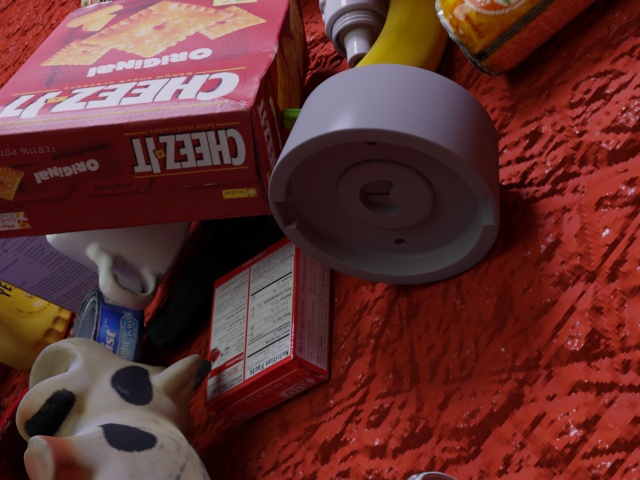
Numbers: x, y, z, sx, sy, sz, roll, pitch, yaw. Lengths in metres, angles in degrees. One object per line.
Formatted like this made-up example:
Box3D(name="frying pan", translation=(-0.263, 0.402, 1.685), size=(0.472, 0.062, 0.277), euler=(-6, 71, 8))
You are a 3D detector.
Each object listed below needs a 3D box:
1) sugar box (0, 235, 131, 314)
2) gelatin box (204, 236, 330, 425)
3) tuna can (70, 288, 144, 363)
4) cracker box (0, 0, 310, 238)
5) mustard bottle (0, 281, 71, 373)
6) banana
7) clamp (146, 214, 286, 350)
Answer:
Box3D(name="sugar box", translation=(-0.211, -0.008, 0.757), size=(0.094, 0.176, 0.048), euler=(-30, 40, 38))
Box3D(name="gelatin box", translation=(-0.028, 0.049, 0.593), size=(0.073, 0.030, 0.089), euler=(-32, 42, 35))
Box3D(name="tuna can", translation=(-0.145, 0.077, 0.704), size=(0.086, 0.033, 0.086), euler=(-165, 90, -69))
Box3D(name="cracker box", translation=(-0.099, -0.087, 0.644), size=(0.164, 0.072, 0.213), euler=(-6, 29, 9))
Box3D(name="mustard bottle", translation=(-0.281, 0.021, 0.814), size=(0.058, 0.191, 0.096), euler=(-27, 42, 37))
Box3D(name="banana", translation=(0.042, -0.129, 0.621), size=(0.037, 0.069, 0.197), euler=(113, -179, -54))
Box3D(name="clamp", translation=(-0.054, 0.001, 0.666), size=(0.172, 0.039, 0.120), euler=(-27, 48, 50))
